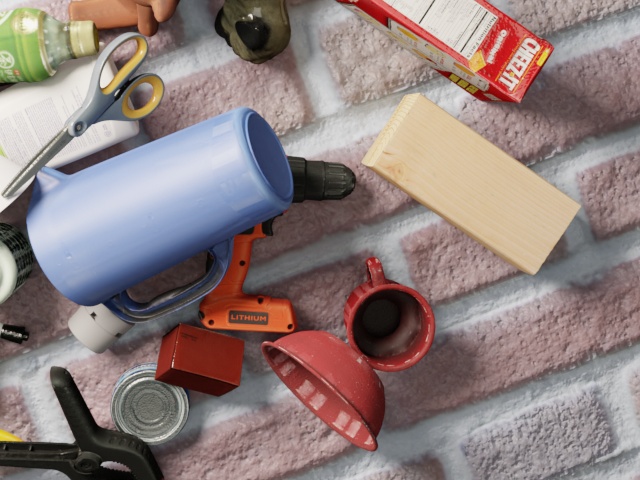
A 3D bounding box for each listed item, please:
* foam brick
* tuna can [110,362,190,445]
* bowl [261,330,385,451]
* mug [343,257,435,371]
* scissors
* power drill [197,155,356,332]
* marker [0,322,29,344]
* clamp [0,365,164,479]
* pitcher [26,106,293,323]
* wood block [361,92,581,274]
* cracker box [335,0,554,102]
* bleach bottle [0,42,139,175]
[{"bbox_3d":[-0.127,0.126,1.126,0.078,0.051,0.053,19,61,-21],"label":"foam brick"},{"bbox_3d":[-0.183,0.177,1.151,0.086,0.034,0.086,-1,97,-6],"label":"tuna can"},{"bbox_3d":[0.014,0.145,1.114,0.162,0.162,0.055,47,73,-9],"label":"bowl"},{"bbox_3d":[0.066,0.074,1.140,0.093,0.081,0.117,-16,99,-4],"label":"mug"},{"bbox_3d":[-0.219,-0.108,1.031,0.201,0.016,0.096,-58,142,-5],"label":"scissors"},{"bbox_3d":[-0.057,0.001,1.132,0.184,0.057,0.188,3,94,-2],"label":"power drill"},{"bbox_3d":[-0.369,0.088,1.129,0.121,0.020,0.020,14,95,-8],"label":"marker"},{"bbox_3d":[-0.242,0.214,1.112,0.209,0.036,0.165,29,122,-25],"label":"clamp"},{"bbox_3d":[-0.148,-0.027,1.045,0.243,0.149,0.145,-22,62,18],"label":"pitcher"},{"bbox_3d":[0.156,-0.060,1.129,0.206,0.090,0.091,33,92,-8],"label":"wood block"},{"bbox_3d":[0.111,-0.224,1.066,0.213,0.164,0.072,32,95,-9],"label":"cracker box"},{"bbox_3d":[-0.318,-0.110,1.084,0.251,0.068,0.102,-21,114,-1],"label":"bleach bottle"}]
